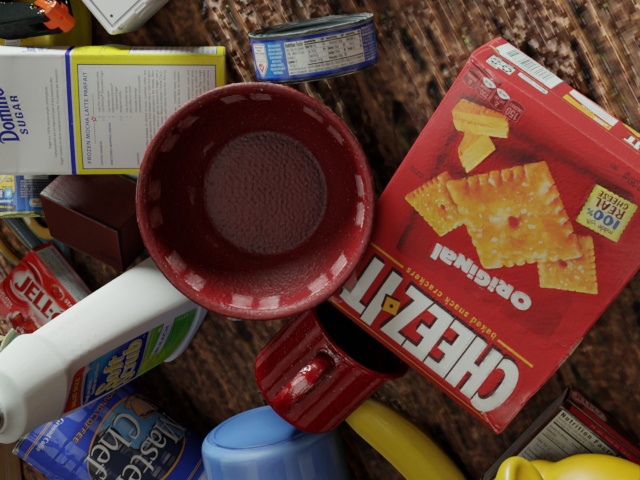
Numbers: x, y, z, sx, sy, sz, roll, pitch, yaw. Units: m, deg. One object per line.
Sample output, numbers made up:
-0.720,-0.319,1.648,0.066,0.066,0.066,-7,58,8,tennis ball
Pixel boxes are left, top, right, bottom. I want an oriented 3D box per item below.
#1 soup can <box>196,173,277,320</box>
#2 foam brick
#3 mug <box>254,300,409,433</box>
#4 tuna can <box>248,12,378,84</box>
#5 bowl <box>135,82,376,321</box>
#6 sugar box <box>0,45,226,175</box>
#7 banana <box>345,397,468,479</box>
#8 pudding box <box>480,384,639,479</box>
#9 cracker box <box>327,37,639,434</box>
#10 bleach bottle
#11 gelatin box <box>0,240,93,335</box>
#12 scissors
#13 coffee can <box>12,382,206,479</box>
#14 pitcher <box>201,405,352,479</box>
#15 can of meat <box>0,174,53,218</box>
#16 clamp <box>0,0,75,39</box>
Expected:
-0.055,0.001,0.806,0.069,0.068,0.102,-14,100,30,soup can
-0.177,-0.021,0.861,0.078,0.051,0.053,25,143,17,foam brick
0.001,0.092,0.778,0.093,0.117,0.082,44,117,3,mug
-0.004,-0.130,0.724,0.086,0.086,0.034,-1,108,27,tuna can
-0.042,-0.029,0.735,0.162,0.055,0.162,1,100,5,bowl
-0.158,-0.097,0.793,0.176,0.048,0.093,1,109,-3,sugar box
0.084,0.194,0.821,0.070,0.037,0.198,-30,92,32,banana
0.178,0.173,0.766,0.090,0.039,0.114,41,118,8,pudding box
0.120,0.000,0.715,0.164,0.072,0.214,38,121,11,cracker box
-0.178,0.087,0.791,0.068,0.250,0.103,39,120,10,bleach bottle
-0.233,0.057,0.916,0.073,0.030,0.089,-42,87,28,gelatin box
-0.210,0.024,0.923,0.202,0.016,0.096,37,120,11,scissors
-0.167,0.176,0.888,0.140,0.102,0.103,37,120,-3,coffee can
-0.009,0.258,0.841,0.149,0.145,0.243,-13,100,-7,pitcher
-0.270,-0.060,0.888,0.102,0.057,0.084,-1,92,27,can of meat
-0.255,-0.194,0.808,0.120,0.039,0.172,-50,58,6,clamp
